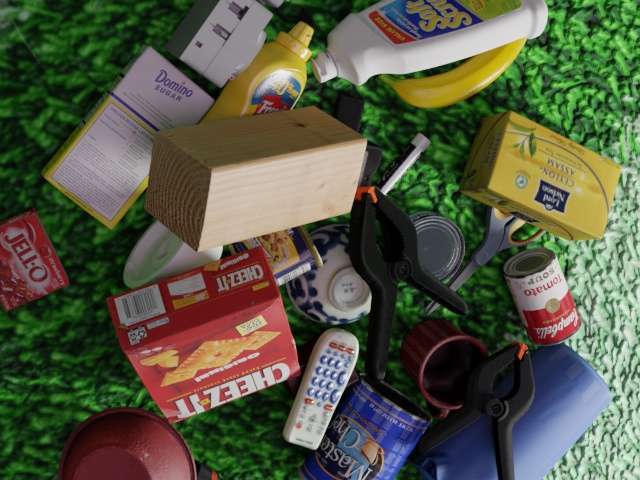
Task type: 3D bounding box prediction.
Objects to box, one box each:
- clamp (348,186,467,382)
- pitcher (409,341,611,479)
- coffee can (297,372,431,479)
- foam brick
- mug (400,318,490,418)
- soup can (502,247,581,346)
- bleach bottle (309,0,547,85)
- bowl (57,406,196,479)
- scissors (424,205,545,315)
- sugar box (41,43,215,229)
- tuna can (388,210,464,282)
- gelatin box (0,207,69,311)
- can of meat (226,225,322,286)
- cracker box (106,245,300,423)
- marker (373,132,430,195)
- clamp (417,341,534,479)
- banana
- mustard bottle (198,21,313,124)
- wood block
[{"bbox_3d":[0.076,0.042,1.187,0.164,0.036,0.210,-40,115,-32],"label":"clamp"},{"bbox_3d":[0.241,0.245,1.316,0.243,0.149,0.145,-43,87,-5],"label":"pitcher"},{"bbox_3d":[0.052,0.243,1.264,0.102,0.103,0.140,30,95,-22],"label":"coffee can"},{"bbox_3d":[-0.006,0.152,1.248,0.078,0.051,0.053,-28,111,-7],"label":"foam brick"},{"bbox_3d":[0.145,0.155,1.278,0.093,0.081,0.117,0,105,-17],"label":"mug"},{"bbox_3d":[0.269,0.068,1.299,0.068,0.068,0.102,-27,110,-8],"label":"soup can"},{"bbox_3d":[0.111,-0.225,1.156,0.250,0.068,0.102,-24,72,-8],"label":"bleach bottle"},{"bbox_3d":[-0.221,0.268,1.180,0.162,0.055,0.162,0,91,7],"label":"bowl"},{"bbox_3d":[0.191,-0.001,1.283,0.201,0.016,0.096,-31,110,-7],"label":"scissors"},{"bbox_3d":[-0.202,-0.109,1.119,0.093,0.048,0.176,40,88,-22],"label":"sugar box"},{"bbox_3d":[0.124,0.009,1.256,0.086,0.034,0.086,-4,107,-15],"label":"tuna can"},{"bbox_3d":[-0.318,0.020,1.129,0.073,0.030,0.089,-24,111,-9],"label":"gelatin box"},{"bbox_3d":[-0.058,0.002,1.171,0.084,0.057,0.102,-27,79,-5],"label":"can of meat"},{"bbox_3d":[-0.114,0.105,1.122,0.164,0.072,0.214,-19,151,-5],"label":"cracker box"},{"bbox_3d":[0.081,-0.072,1.228,0.020,0.020,0.121,40,92,-23],"label":"marker"},{"bbox_3d":[0.203,0.202,1.229,0.120,0.039,0.171,35,88,-10],"label":"clamp"},{"bbox_3d":[0.165,-0.198,1.207,0.197,0.037,0.069,-27,111,-8],"label":"banana"},{"bbox_3d":[-0.067,-0.147,1.128,0.191,0.058,0.096,-56,152,3],"label":"mustard bottle"},{"bbox_3d":[-0.062,-0.067,1.068,0.205,0.091,0.090,-16,130,-41],"label":"wood block"}]
